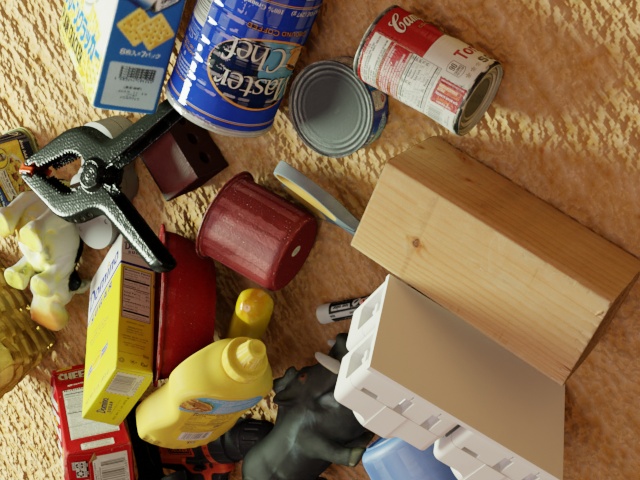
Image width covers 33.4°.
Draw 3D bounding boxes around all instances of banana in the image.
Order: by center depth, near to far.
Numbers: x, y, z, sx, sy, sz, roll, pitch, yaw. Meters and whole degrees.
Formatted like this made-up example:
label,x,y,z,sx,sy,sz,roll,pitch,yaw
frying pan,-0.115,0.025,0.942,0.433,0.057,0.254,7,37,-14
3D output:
label,x,y,z,sx,sy,sz,roll,pitch,yaw
banana,-0.074,0.088,1.035,0.037,0.069,0.198,28,144,-1

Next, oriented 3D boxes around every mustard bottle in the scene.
label,x,y,z,sx,sy,sz,roll,pitch,yaw
mustard bottle,-0.099,0.139,1.002,0.192,0.096,0.058,-45,48,49

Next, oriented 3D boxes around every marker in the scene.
label,x,y,z,sx,sy,sz,roll,pitch,yaw
marker,0.049,0.059,0.989,0.121,0.020,0.020,-14,99,36

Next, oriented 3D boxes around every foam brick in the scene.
label,x,y,z,sx,sy,sz,roll,pitch,yaw
foam brick,-0.139,-0.087,1.038,0.051,0.052,0.078,-33,89,37

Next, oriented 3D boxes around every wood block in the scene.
label,x,y,z,sx,sy,sz,roll,pitch,yaw
wood block,0.142,0.012,0.867,0.206,0.090,0.091,34,123,18

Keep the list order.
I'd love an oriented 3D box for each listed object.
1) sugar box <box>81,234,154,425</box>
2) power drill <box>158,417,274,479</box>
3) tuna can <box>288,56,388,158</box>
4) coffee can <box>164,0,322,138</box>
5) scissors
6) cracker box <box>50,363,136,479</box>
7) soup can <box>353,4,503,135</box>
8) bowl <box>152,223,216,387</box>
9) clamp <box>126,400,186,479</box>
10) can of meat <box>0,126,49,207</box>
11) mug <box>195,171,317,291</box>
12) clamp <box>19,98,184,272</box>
label,x,y,z,sx,sy,sz,roll,pitch,yaw
sugar box,-0.204,0.087,1.081,0.093,0.048,0.176,-52,34,37
power drill,-0.100,0.274,1.142,0.185,0.057,0.187,-6,101,39
tuna can,0.016,-0.118,0.937,0.086,0.033,0.086,12,113,30
coffee can,-0.066,-0.175,0.927,0.103,0.102,0.140,36,123,17
scissors,0.036,-0.006,0.967,0.201,0.096,0.016,38,84,-13
cracker box,-0.241,0.247,1.142,0.214,0.072,0.164,-137,42,-66
soup can,0.087,-0.137,0.862,0.102,0.068,0.069,33,122,19
bowl,-0.135,0.065,1.057,0.055,0.162,0.162,3,115,-11
clamp,-0.175,0.253,1.119,0.172,0.039,0.120,103,149,-42
can of meat,-0.348,-0.064,1.164,0.058,0.083,0.102,-12,100,35
mug,-0.057,0.001,1.002,0.081,0.093,0.117,29,150,16
clamp,-0.202,-0.070,1.015,0.210,0.036,0.164,15,93,33
